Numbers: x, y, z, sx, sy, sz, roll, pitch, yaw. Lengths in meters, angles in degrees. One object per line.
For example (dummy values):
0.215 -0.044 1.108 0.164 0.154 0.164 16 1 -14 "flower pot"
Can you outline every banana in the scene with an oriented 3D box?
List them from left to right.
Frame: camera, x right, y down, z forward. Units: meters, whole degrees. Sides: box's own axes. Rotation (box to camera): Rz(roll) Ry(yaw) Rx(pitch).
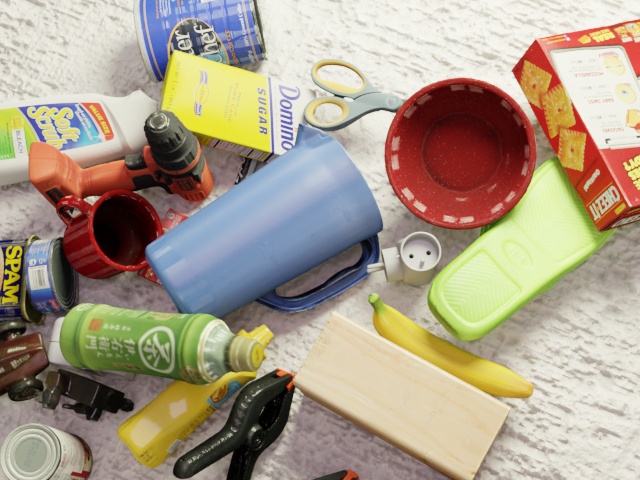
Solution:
0.131 0.122 1.139 0.198 0.069 0.037 28 79 6 "banana"

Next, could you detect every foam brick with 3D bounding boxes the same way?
0.143 -0.123 1.221 0.078 0.051 0.053 30 80 15 "foam brick"

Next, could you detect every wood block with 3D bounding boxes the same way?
0.085 0.168 1.119 0.206 0.091 0.090 28 79 14 "wood block"

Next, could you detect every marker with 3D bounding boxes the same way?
-0.088 -0.079 1.254 0.020 0.020 0.121 15 76 11 "marker"

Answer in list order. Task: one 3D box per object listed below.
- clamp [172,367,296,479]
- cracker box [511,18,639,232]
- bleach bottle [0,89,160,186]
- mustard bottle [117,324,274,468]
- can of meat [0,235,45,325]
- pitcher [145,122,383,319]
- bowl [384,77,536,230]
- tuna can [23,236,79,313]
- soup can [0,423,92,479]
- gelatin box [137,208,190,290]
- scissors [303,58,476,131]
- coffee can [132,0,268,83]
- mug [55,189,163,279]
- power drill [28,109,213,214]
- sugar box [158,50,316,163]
-0.078 0.216 1.136 0.039 0.120 0.171 24 58 35 "clamp"
0.330 -0.129 1.163 0.164 0.072 0.214 -15 70 -25 "cracker box"
-0.296 -0.135 1.276 0.251 0.068 0.102 -13 75 1 "bleach bottle"
-0.126 0.160 1.145 0.191 0.096 0.058 -41 76 -6 "mustard bottle"
-0.366 0.048 1.232 0.084 0.057 0.102 -3 72 9 "can of meat"
-0.058 0.001 1.162 0.242 0.145 0.149 -32 65 -8 "pitcher"
0.152 -0.094 1.155 0.162 0.055 0.162 1 97 10 "bowl"
-0.305 0.040 1.211 0.034 0.086 0.086 -8 72 6 "tuna can"
-0.292 0.234 1.141 0.068 0.102 0.068 -2 73 7 "soup can"
-0.158 0.017 1.228 0.073 0.030 0.089 22 78 12 "gelatin box"
0.066 -0.141 1.205 0.202 0.016 0.096 30 82 20 "scissors"
-0.141 -0.251 1.270 0.140 0.103 0.103 -11 72 4 "coffee can"
-0.246 -0.009 1.197 0.117 0.082 0.093 37 57 -26 "mug"
-0.223 -0.085 1.186 0.188 0.184 0.057 -5 68 6 "power drill"
-0.095 -0.148 1.228 0.176 0.048 0.093 13 74 -14 "sugar box"
